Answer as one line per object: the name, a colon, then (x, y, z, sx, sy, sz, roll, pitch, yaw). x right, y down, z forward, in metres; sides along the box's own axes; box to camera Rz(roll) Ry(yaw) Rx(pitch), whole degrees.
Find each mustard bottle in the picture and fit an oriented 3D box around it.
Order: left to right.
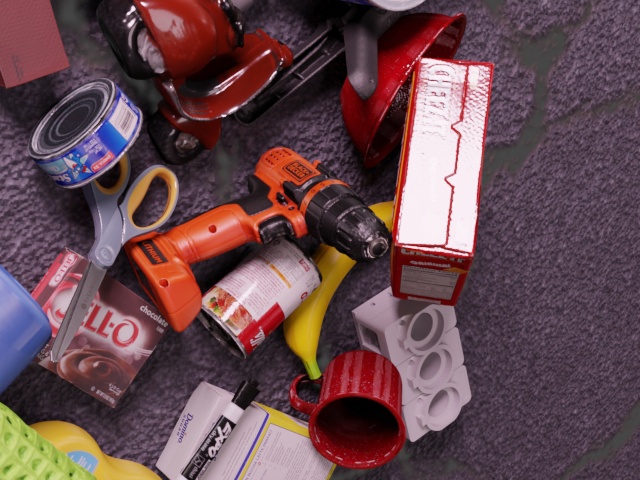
mustard bottle: (-0.219, 0.206, 0.898, 0.096, 0.058, 0.191, -50, 130, -5)

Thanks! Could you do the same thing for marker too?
marker: (-0.093, 0.175, 0.956, 0.020, 0.020, 0.121, 42, 79, -40)

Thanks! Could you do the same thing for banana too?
banana: (0.015, 0.033, 1.030, 0.069, 0.037, 0.197, 39, 76, -42)

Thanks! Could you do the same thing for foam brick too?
foam brick: (-0.223, -0.156, 0.766, 0.052, 0.051, 0.078, -26, 120, -28)

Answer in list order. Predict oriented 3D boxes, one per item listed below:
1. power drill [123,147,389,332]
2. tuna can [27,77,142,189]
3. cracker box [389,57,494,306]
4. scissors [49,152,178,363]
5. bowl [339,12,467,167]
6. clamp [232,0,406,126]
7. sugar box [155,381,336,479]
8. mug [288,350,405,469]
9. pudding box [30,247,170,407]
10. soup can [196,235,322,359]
power drill: (-0.056, 0.001, 0.881, 0.187, 0.185, 0.057, -27, 124, -17)
tuna can: (-0.178, -0.082, 0.806, 0.086, 0.086, 0.033, -50, 127, -13)
cracker box: (0.102, -0.044, 0.940, 0.213, 0.072, 0.164, 76, 21, -76)
scissors: (-0.177, -0.006, 0.821, 0.096, 0.016, 0.201, 50, 45, -15)
bowl: (0.065, -0.147, 0.963, 0.162, 0.055, 0.162, -53, 169, -15)
clamp: (0.017, -0.177, 0.917, 0.036, 0.165, 0.209, 50, 51, -28)
sugar box: (-0.064, 0.206, 1.030, 0.176, 0.048, 0.093, 30, 87, -37)
mug: (0.027, 0.158, 1.041, 0.117, 0.081, 0.093, 13, 120, 0)
pudding box: (-0.191, 0.073, 0.883, 0.113, 0.039, 0.090, 42, 79, -40)
soup can: (-0.056, 0.048, 0.961, 0.102, 0.069, 0.068, -44, 128, -18)
